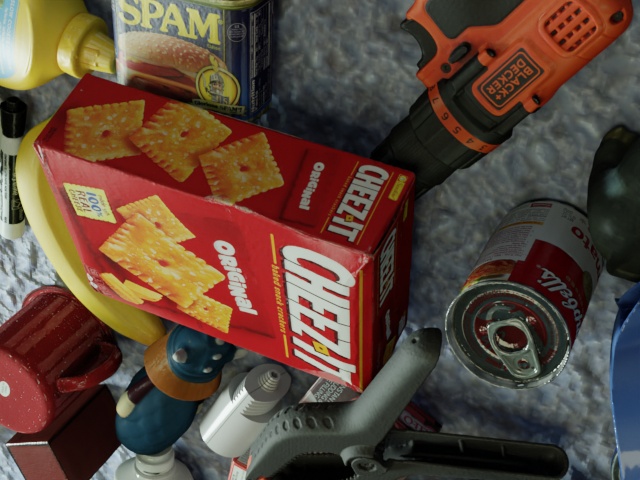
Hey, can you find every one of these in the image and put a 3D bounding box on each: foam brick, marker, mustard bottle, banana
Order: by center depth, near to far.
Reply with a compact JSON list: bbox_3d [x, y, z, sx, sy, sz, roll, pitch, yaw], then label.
[{"bbox_3d":[-0.212,-0.151,0.694,0.192,0.058,0.096,24,125,13],"label":"mustard bottle"},{"bbox_3d":[-0.174,-0.005,0.775,0.070,0.037,0.198,-4,116,31],"label":"banana"},{"bbox_3d":[-0.225,-0.052,0.780,0.020,0.020,0.121,24,129,13],"label":"marker"},{"bbox_3d":[-0.204,0.161,0.864,0.053,0.078,0.051,-10,114,34],"label":"foam brick"}]

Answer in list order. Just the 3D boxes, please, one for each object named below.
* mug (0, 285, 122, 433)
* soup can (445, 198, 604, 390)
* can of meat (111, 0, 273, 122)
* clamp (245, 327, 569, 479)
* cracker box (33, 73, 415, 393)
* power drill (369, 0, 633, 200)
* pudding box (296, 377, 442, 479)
[{"bbox_3d":[-0.208,0.096,0.824,0.117,0.081,0.093,4,120,25],"label":"mug"},{"bbox_3d":[0.118,0.028,0.602,0.069,0.102,0.068,13,123,20],"label":"soup can"},{"bbox_3d":[-0.077,-0.122,0.643,0.102,0.057,0.084,16,127,19],"label":"can of meat"},{"bbox_3d":[0.042,0.133,0.686,0.210,0.036,0.164,-27,127,36],"label":"clamp"},{"bbox_3d":[-0.054,0.001,0.661,0.214,0.072,0.164,19,148,16],"label":"cracker box"},{"bbox_3d":[0.044,-0.127,0.579,0.187,0.057,0.185,44,125,-6],"label":"power drill"},{"bbox_3d":[0.017,0.145,0.757,0.090,0.039,0.114,39,121,3],"label":"pudding box"}]
